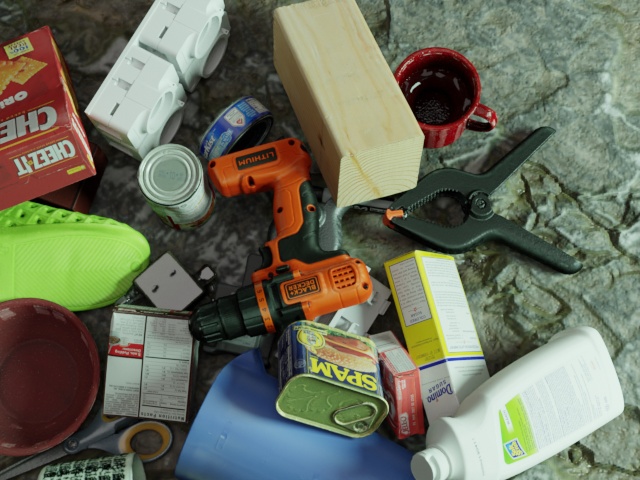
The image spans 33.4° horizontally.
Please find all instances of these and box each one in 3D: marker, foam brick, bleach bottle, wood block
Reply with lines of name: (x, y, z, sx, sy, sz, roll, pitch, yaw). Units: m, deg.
marker: (0.035, -0.044, 1.155, 0.121, 0.020, 0.020, 10, 77, 5)
foam brick: (-0.272, -0.069, 1.159, 0.051, 0.053, 0.078, 17, 76, 6)
bleach bottle: (0.180, 0.164, 1.005, 0.250, 0.068, 0.102, -17, 85, -37)
wood block: (0.024, -0.148, 1.111, 0.090, 0.091, 0.206, -16, 59, -12)

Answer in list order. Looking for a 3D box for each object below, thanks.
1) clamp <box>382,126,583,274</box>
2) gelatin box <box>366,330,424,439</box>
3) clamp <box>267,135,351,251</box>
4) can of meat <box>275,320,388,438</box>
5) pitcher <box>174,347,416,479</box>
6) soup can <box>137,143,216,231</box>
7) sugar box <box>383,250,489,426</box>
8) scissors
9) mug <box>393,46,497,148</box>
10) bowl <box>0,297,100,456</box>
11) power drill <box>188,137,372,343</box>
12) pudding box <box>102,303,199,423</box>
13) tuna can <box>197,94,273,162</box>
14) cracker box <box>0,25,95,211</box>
clamp: (0.173, -0.026, 1.128, 0.210, 0.036, 0.164, -13, 76, -9)
gelatin box: (0.073, 0.142, 1.058, 0.030, 0.089, 0.073, -11, 114, -11)
clamp: (-0.018, -0.031, 1.124, 0.120, 0.039, 0.171, 20, 71, 14)
can of meat: (0.009, 0.128, 1.004, 0.102, 0.058, 0.084, 19, 33, -17)
pitcher: (-0.015, 0.229, 1.041, 0.243, 0.149, 0.144, 25, 46, 5)
soup can: (-0.150, -0.055, 1.124, 0.068, 0.102, 0.068, -1, 76, 3)
sugar box: (0.123, 0.101, 1.076, 0.048, 0.093, 0.176, -20, 74, 30)
scissors: (-0.238, 0.222, 1.104, 0.201, 0.016, 0.096, -38, 78, -6)
mug: (0.133, -0.144, 1.142, 0.117, 0.081, 0.093, 19, 78, 7)
bowl: (-0.302, 0.143, 1.106, 0.162, 0.055, 0.162, -1, 76, 3)
power drill: (-0.057, 0.001, 1.067, 0.184, 0.057, 0.188, -15, 70, -1)
pudding box: (-0.171, 0.125, 1.083, 0.090, 0.039, 0.113, 6, 97, 0)
tuna can: (-0.090, -0.113, 1.144, 0.034, 0.086, 0.086, 43, 82, 9)
cracker box: (-0.336, -0.123, 1.115, 0.164, 0.072, 0.214, -22, 42, -3)
